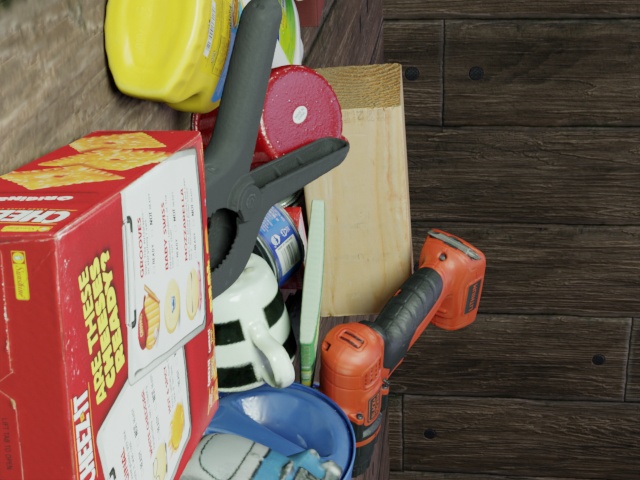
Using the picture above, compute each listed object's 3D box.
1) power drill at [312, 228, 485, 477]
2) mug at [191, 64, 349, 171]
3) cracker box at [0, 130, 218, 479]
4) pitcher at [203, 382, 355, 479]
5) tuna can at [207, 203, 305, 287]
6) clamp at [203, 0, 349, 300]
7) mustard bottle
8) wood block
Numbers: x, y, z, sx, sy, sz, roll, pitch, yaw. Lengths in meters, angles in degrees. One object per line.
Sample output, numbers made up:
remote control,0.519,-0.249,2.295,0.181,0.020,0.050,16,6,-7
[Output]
power drill,0.064,0.094,0.889,0.187,0.057,0.184,-47,154,-33
mug,-0.028,-0.084,0.814,0.117,0.082,0.093,22,75,-35
cracker box,-0.107,0.046,0.494,0.213,0.072,0.164,-62,151,-72
pitcher,-0.044,0.231,0.848,0.149,0.145,0.243,-61,158,-48
tuna can,-0.055,0.001,0.816,0.033,0.086,0.086,-43,144,-34
clamp,-0.059,-0.040,0.680,0.209,0.036,0.164,-54,146,-24
mustard bottle,-0.083,-0.132,0.695,0.191,0.058,0.096,-18,116,-82
wood block,0.034,-0.043,0.948,0.090,0.090,0.206,-85,170,-57
